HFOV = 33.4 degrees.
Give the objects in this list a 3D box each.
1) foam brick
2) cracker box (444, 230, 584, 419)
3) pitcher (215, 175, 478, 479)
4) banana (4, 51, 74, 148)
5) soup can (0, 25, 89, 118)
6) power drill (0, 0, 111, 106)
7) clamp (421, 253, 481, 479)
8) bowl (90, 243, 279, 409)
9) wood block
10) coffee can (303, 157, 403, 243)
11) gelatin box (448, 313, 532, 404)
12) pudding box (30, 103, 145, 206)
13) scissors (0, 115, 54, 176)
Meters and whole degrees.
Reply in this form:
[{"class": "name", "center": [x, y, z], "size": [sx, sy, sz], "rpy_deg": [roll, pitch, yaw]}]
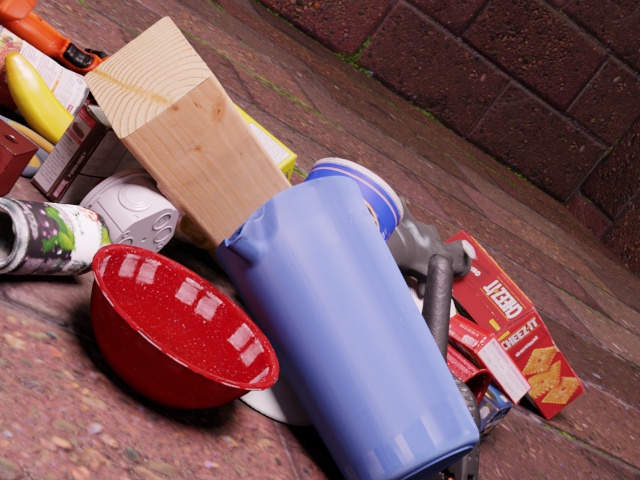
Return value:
[{"class": "foam brick", "center": [-0.278, -0.075, 0.858], "size": [0.078, 0.051, 0.053], "rpy_deg": [37, 14, -1]}, {"class": "cracker box", "center": [0.231, 0.106, 1.328], "size": [0.213, 0.072, 0.164], "rpy_deg": [52, 1, -45]}, {"class": "pitcher", "center": [0.030, 0.079, 0.864], "size": [0.243, 0.149, 0.145], "rpy_deg": [62, -15, 19]}, {"class": "banana", "center": [-0.229, -0.106, 1.035], "size": [0.197, 0.069, 0.037], "rpy_deg": [29, -1, -26]}, {"class": "soup can", "center": [-0.288, -0.156, 1.053], "size": [0.102, 0.068, 0.068], "rpy_deg": [31, 16, -25]}, {"class": "power drill", "center": [-0.268, -0.202, 1.101], "size": [0.185, 0.057, 0.187], "rpy_deg": [14, -20, 41]}, {"class": "clamp", "center": [0.078, 0.138, 0.947], "size": [0.036, 0.165, 0.210], "rpy_deg": [17, 48, -46]}, {"class": "bowl", "center": [-0.111, 0.073, 0.785], "size": [0.162, 0.055, 0.162], "rpy_deg": [34, 15, -11]}, {"class": "wood block", "center": [-0.103, -0.080, 0.927], "size": [0.091, 0.090, 0.206], "rpy_deg": [54, 0, 37]}, {"class": "coffee can", "center": [0.003, 0.006, 1.023], "size": [0.103, 0.140, 0.103], "rpy_deg": [26, -26, 14]}, {"class": "gelatin box", "center": [0.173, 0.124, 1.122], "size": [0.089, 0.030, 0.073], "rpy_deg": [50, -9, -27]}, {"class": "pudding box", "center": [-0.195, -0.074, 0.972], "size": [0.039, 0.090, 0.113], "rpy_deg": [43, 16, 17]}, {"class": "scissors", "center": [-0.318, -0.115, 0.961], "size": [0.201, 0.016, 0.096], "rpy_deg": [33, 15, -13]}]
